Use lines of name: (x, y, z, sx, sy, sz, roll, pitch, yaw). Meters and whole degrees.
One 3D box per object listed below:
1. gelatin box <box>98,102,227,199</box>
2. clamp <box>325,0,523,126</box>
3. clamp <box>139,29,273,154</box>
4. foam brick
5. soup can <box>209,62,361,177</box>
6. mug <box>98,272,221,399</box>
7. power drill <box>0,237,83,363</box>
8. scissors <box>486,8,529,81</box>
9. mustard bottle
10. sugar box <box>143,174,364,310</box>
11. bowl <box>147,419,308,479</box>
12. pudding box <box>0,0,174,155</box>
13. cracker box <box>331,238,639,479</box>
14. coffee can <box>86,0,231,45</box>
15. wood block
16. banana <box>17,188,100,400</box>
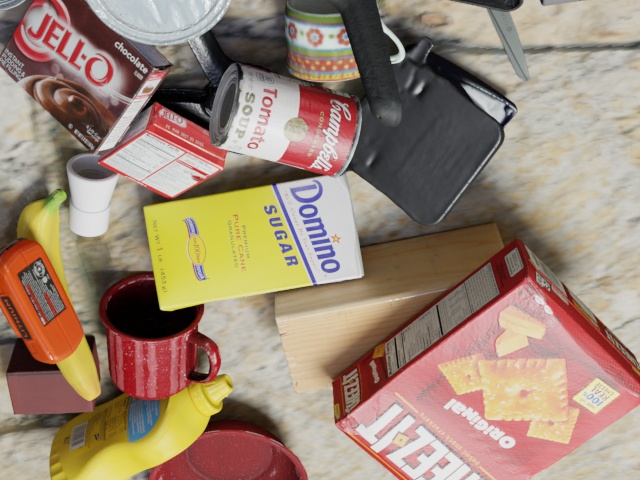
gelatin box: (-0.128, -0.072, 0.869, 0.073, 0.030, 0.089, 27, 150, -29)
clamp: (0.039, -0.199, 0.776, 0.210, 0.164, 0.036, 49, 153, 8)
clamp: (-0.092, -0.114, 0.868, 0.171, 0.039, 0.120, 38, 121, -24)
foam brick: (-0.250, 0.127, 1.007, 0.078, 0.053, 0.051, -2, 123, -1)
soup can: (-0.028, -0.093, 0.829, 0.102, 0.068, 0.069, 13, 122, -20)
mug: (-0.141, 0.093, 0.964, 0.117, 0.093, 0.081, 19, 130, 17)
power drill: (-0.301, 0.082, 0.928, 0.188, 0.057, 0.184, -14, 111, 25)
scissors: (0.108, -0.207, 0.832, 0.096, 0.016, 0.202, -9, 123, 5)
mustard bottle: (-0.167, 0.176, 1.018, 0.192, 0.096, 0.058, -29, 120, 15)
sugar box: (-0.056, 0.001, 0.917, 0.176, 0.048, 0.093, -11, 88, 5)
bowl: (-0.093, 0.235, 1.085, 0.162, 0.055, 0.162, -2, 123, -3)
pudding box: (-0.182, -0.137, 0.821, 0.113, 0.039, 0.090, 42, 115, 3)
cracker box: (0.141, 0.127, 0.905, 0.214, 0.072, 0.164, -40, 111, 19)
coffee can: (-0.109, -0.210, 0.741, 0.103, 0.140, 0.103, -2, 123, -3)
wood block: (0.068, 0.061, 0.961, 0.206, 0.090, 0.091, -10, 122, 4)
banana: (-0.235, 0.046, 0.941, 0.037, 0.070, 0.198, -19, 114, -30)
